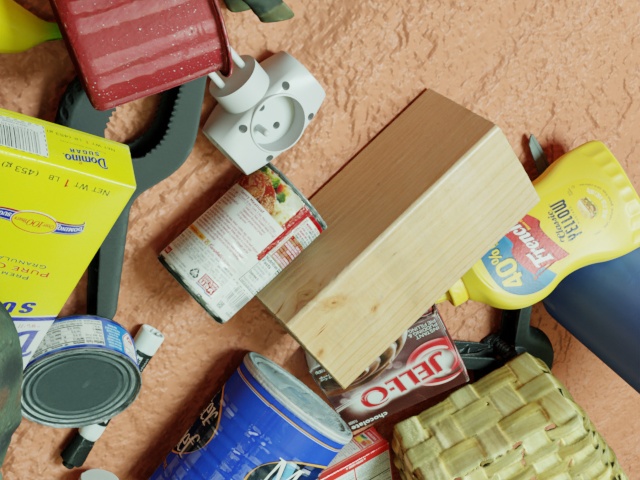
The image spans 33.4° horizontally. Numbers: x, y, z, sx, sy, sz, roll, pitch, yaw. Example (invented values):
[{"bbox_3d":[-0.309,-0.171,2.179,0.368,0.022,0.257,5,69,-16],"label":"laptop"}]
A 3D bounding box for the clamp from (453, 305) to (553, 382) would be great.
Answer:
[{"bbox_3d":[0.171,0.091,0.960,0.120,0.039,0.171,-41,138,13],"label":"clamp"}]

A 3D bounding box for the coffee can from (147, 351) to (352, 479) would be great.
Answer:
[{"bbox_3d":[-0.058,0.171,0.816,0.140,0.103,0.102,-51,131,2],"label":"coffee can"}]

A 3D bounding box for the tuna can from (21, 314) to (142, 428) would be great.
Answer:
[{"bbox_3d":[-0.167,0.089,0.726,0.086,0.034,0.086,-11,138,-10],"label":"tuna can"}]

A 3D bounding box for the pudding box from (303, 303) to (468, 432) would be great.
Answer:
[{"bbox_3d":[0.054,0.099,0.870,0.113,0.039,0.090,-24,129,8],"label":"pudding box"}]

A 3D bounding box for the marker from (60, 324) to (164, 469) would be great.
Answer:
[{"bbox_3d":[-0.153,0.116,0.778,0.020,0.020,0.121,28,98,-40],"label":"marker"}]

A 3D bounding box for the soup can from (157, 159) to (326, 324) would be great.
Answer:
[{"bbox_3d":[-0.055,0.001,0.746,0.102,0.069,0.068,-43,130,-5],"label":"soup can"}]

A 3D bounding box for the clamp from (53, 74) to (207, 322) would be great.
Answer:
[{"bbox_3d":[-0.150,-0.051,0.675,0.164,0.036,0.210,26,103,-41],"label":"clamp"}]

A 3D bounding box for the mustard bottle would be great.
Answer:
[{"bbox_3d":[0.166,0.001,0.876,0.191,0.058,0.096,-28,87,-2],"label":"mustard bottle"}]

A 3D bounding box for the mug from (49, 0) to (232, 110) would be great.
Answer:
[{"bbox_3d":[-0.109,-0.133,0.610,0.081,0.117,0.093,-22,157,-11],"label":"mug"}]

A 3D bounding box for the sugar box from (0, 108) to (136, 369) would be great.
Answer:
[{"bbox_3d":[-0.189,0.008,0.629,0.093,0.048,0.176,15,125,-31],"label":"sugar box"}]

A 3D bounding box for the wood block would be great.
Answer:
[{"bbox_3d":[0.051,-0.003,0.798,0.206,0.091,0.090,-44,131,-5],"label":"wood block"}]

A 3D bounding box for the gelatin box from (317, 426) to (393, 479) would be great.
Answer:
[{"bbox_3d":[0.028,0.219,0.948,0.073,0.030,0.089,-24,126,-22],"label":"gelatin box"}]
